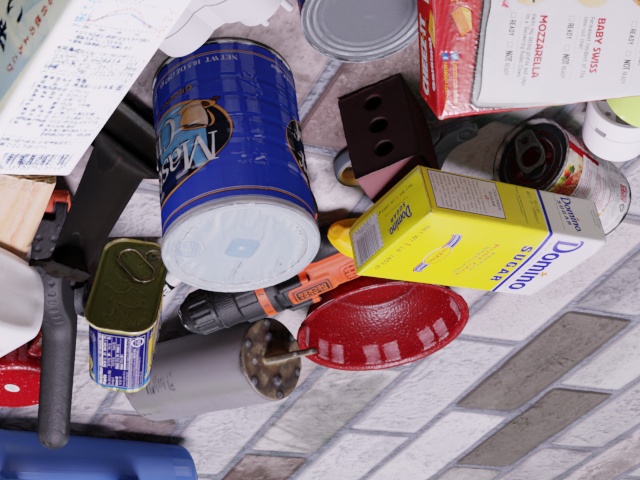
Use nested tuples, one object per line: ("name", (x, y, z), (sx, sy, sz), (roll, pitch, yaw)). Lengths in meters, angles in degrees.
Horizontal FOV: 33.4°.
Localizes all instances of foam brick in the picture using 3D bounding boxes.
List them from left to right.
("foam brick", (0.051, -0.071, 0.778), (0.053, 0.078, 0.051), (-23, 144, 15))

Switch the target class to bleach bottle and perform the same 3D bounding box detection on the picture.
("bleach bottle", (-0.312, 0.079, 0.765), (0.251, 0.068, 0.102), (-29, 141, 31))

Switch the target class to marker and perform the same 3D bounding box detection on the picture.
("marker", (-0.143, 0.042, 0.951), (0.020, 0.020, 0.121), (22, 135, -38))

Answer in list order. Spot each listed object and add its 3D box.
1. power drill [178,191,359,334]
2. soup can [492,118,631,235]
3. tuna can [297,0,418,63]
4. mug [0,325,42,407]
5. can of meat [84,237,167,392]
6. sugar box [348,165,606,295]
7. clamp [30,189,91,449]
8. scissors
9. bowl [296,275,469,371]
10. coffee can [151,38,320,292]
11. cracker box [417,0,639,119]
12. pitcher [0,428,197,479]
("power drill", (-0.056, 0.001, 0.867), (0.184, 0.057, 0.187), (-24, 147, 4))
("soup can", (0.195, -0.047, 0.856), (0.069, 0.068, 0.102), (-33, 140, 31))
("tuna can", (0.027, -0.156, 0.684), (0.086, 0.034, 0.086), (-6, 146, -4))
("mug", (-0.261, 0.089, 0.936), (0.093, 0.081, 0.117), (18, 138, -35))
("can of meat", (-0.161, 0.063, 0.891), (0.057, 0.102, 0.084), (8, 135, -3))
("sugar box", (0.118, -0.002, 0.791), (0.175, 0.048, 0.093), (10, 146, -31))
("clamp", (-0.206, 0.052, 0.850), (0.036, 0.164, 0.210), (4, 136, 0))
("scissors", (0.110, -0.075, 0.842), (0.202, 0.016, 0.096), (-17, 147, 11))
("bowl", (0.054, 0.061, 0.993), (0.162, 0.055, 0.162), (-6, 146, -4))
("coffee can", (-0.060, -0.051, 0.723), (0.102, 0.140, 0.103), (-6, 146, -4))
("cracker box", (0.161, -0.166, 0.610), (0.213, 0.072, 0.164), (-7, 113, -3))
("pitcher", (-0.258, 0.276, 1.172), (0.242, 0.149, 0.145), (8, 119, -29))
